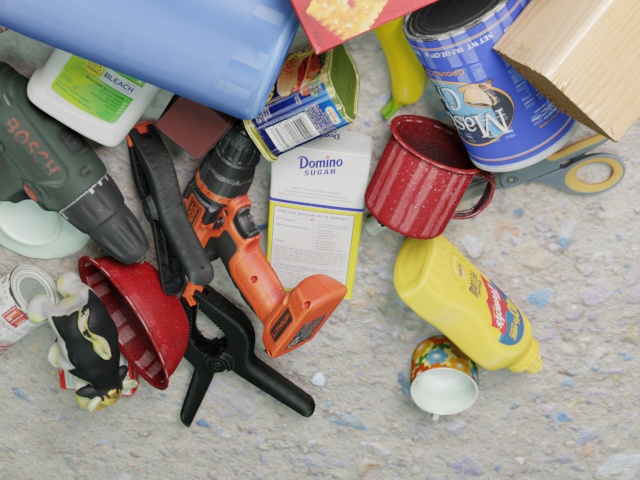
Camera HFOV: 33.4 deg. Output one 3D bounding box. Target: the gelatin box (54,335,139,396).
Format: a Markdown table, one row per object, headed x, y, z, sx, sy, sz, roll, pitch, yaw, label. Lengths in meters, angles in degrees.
| x | y | z | sx | sy | sz | roll | pitch | yaw | label |
| --- | --- | --- | --- | --- | --- | --- | --- | --- | --- |
| -0.253 | 0.138 | 1.214 | 0.089 | 0.030 | 0.073 | 6 | 128 | 3 | gelatin box |

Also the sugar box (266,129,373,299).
| x | y | z | sx | sy | sz | roll | pitch | yaw | label |
| --- | --- | --- | --- | --- | --- | --- | --- | --- | --- |
| -0.004 | -0.026 | 1.039 | 0.093 | 0.048 | 0.176 | 8 | 126 | 2 | sugar box |

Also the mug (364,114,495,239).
| x | y | z | sx | sy | sz | roll | pitch | yaw | label |
| --- | --- | --- | --- | --- | --- | --- | --- | --- | --- |
| 0.101 | -0.052 | 0.968 | 0.117 | 0.093 | 0.082 | 14 | 121 | -17 | mug |

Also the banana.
| x | y | z | sx | sy | sz | roll | pitch | yaw | label |
| --- | --- | --- | --- | --- | --- | --- | --- | --- | --- |
| 0.046 | -0.185 | 0.908 | 0.070 | 0.037 | 0.197 | -17 | 124 | 20 | banana |

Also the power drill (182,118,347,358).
| x | y | z | sx | sy | sz | roll | pitch | yaw | label |
| --- | --- | --- | --- | --- | --- | --- | --- | --- | --- |
| -0.057 | 0.001 | 0.998 | 0.188 | 0.057 | 0.185 | 53 | 141 | 18 | power drill |

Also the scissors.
| x | y | z | sx | sy | sz | roll | pitch | yaw | label |
| --- | --- | --- | --- | --- | --- | --- | --- | --- | --- |
| 0.198 | -0.052 | 1.009 | 0.202 | 0.016 | 0.096 | -35 | 117 | 30 | scissors |

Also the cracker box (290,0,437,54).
| x | y | z | sx | sy | sz | roll | pitch | yaw | label |
| --- | --- | --- | --- | --- | --- | --- | --- | --- | --- |
| 0.086 | -0.219 | 0.771 | 0.214 | 0.164 | 0.072 | -21 | 109 | 13 | cracker box |

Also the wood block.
| x | y | z | sx | sy | sz | roll | pitch | yaw | label |
| --- | --- | --- | --- | --- | --- | --- | --- | --- | --- |
| 0.239 | -0.188 | 0.788 | 0.090 | 0.090 | 0.206 | 36 | 98 | -28 | wood block |

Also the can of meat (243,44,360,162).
| x | y | z | sx | sy | sz | roll | pitch | yaw | label |
| --- | --- | --- | --- | --- | --- | --- | --- | --- | --- |
| -0.015 | -0.125 | 0.925 | 0.084 | 0.102 | 0.057 | -21 | 123 | 20 | can of meat |

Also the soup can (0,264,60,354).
| x | y | z | sx | sy | sz | roll | pitch | yaw | label |
| --- | --- | --- | --- | --- | --- | --- | --- | --- | --- |
| -0.338 | 0.078 | 1.152 | 0.102 | 0.068 | 0.068 | -32 | 118 | 28 | soup can |

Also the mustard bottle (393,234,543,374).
| x | y | z | sx | sy | sz | roll | pitch | yaw | label |
| --- | --- | --- | --- | --- | --- | --- | --- | --- | --- |
| 0.156 | 0.074 | 1.064 | 0.058 | 0.096 | 0.191 | -36 | 116 | 29 | mustard bottle |

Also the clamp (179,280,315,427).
| x | y | z | sx | sy | sz | roll | pitch | yaw | label |
| --- | --- | --- | --- | --- | --- | --- | --- | --- | --- |
| -0.117 | 0.132 | 1.186 | 0.165 | 0.036 | 0.210 | -14 | 123 | 20 | clamp |

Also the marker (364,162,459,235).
| x | y | z | sx | sy | sz | roll | pitch | yaw | label |
| --- | --- | --- | --- | --- | --- | --- | --- | --- | --- |
| 0.093 | -0.042 | 1.029 | 0.121 | 0.020 | 0.020 | -34 | 118 | 29 | marker |

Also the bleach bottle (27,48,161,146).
| x | y | z | sx | sy | sz | roll | pitch | yaw | label |
| --- | --- | --- | --- | --- | --- | --- | --- | --- | --- |
| -0.151 | -0.198 | 0.910 | 0.102 | 0.068 | 0.251 | 32 | 123 | -14 | bleach bottle |

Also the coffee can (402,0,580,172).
| x | y | z | sx | sy | sz | roll | pitch | yaw | label |
| --- | --- | --- | --- | --- | --- | --- | --- | --- | --- |
| 0.144 | -0.142 | 0.888 | 0.103 | 0.102 | 0.140 | -20 | 123 | 22 | coffee can |

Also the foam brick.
| x | y | z | sx | sy | sz | roll | pitch | yaw | label |
| --- | --- | --- | --- | --- | --- | --- | --- | --- | --- |
| -0.104 | -0.120 | 0.952 | 0.051 | 0.078 | 0.053 | 40 | 122 | -15 | foam brick |

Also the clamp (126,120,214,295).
| x | y | z | sx | sy | sz | roll | pitch | yaw | label |
| --- | --- | --- | --- | --- | --- | --- | --- | --- | --- |
| -0.150 | -0.025 | 1.019 | 0.039 | 0.171 | 0.120 | -14 | 169 | -29 | clamp |

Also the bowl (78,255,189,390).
| x | y | z | sx | sy | sz | roll | pitch | yaw | label |
| --- | --- | --- | --- | --- | --- | --- | --- | --- | --- |
| -0.184 | 0.073 | 1.105 | 0.162 | 0.055 | 0.162 | 43 | 152 | 29 | bowl |

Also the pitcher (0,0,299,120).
| x | y | z | sx | sy | sz | roll | pitch | yaw | label |
| --- | --- | --- | --- | --- | --- | --- | --- | --- | --- |
| -0.136 | -0.190 | 0.799 | 0.242 | 0.149 | 0.145 | 23 | 105 | -4 | pitcher |
